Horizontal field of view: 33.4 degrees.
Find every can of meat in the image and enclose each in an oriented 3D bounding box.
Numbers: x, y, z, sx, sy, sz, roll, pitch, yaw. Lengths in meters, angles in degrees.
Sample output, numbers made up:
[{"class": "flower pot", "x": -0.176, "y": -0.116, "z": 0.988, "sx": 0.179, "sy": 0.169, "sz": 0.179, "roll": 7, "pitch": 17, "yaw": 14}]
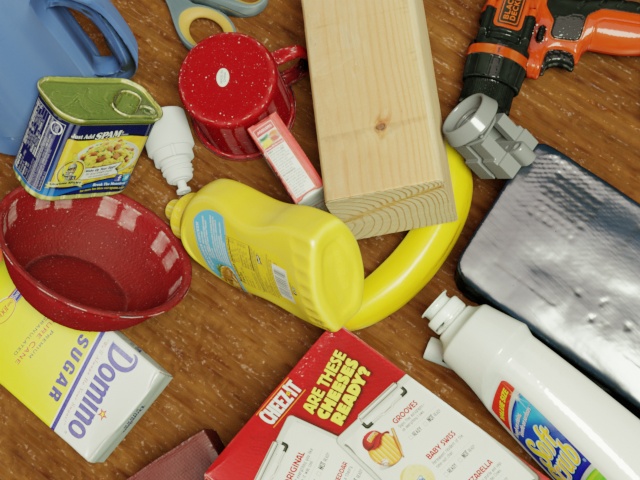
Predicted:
[{"class": "can of meat", "x": -0.189, "y": -0.082, "z": 0.861, "sx": 0.057, "sy": 0.101, "sz": 0.084, "roll": 48, "pitch": 125, "yaw": 28}]

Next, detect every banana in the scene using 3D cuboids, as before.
[{"class": "banana", "x": 0.075, "y": -0.002, "z": 0.868, "sx": 0.070, "sy": 0.037, "sz": 0.198, "roll": 22, "pitch": 80, "yaw": 27}]

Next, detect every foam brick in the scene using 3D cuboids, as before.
[{"class": "foam brick", "x": -0.106, "y": 0.191, "z": 0.839, "sx": 0.078, "sy": 0.053, "sz": 0.051, "roll": -33, "pitch": 78, "yaw": -2}]

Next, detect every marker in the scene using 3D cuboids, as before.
[{"class": "marker", "x": 0.141, "y": 0.108, "z": 0.845, "sx": 0.121, "sy": 0.020, "sz": 0.020, "roll": 22, "pitch": 82, "yaw": 10}]

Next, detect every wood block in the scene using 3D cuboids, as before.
[{"class": "wood block", "x": 0.044, "y": -0.117, "z": 0.844, "sx": 0.091, "sy": 0.090, "sz": 0.206, "roll": -10, "pitch": 69, "yaw": 12}]

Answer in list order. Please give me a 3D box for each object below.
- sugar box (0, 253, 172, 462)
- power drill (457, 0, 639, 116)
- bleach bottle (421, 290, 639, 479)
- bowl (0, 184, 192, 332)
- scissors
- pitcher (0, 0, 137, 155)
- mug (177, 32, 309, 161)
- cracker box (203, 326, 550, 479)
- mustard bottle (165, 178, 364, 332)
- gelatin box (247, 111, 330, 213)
[{"class": "sugar box", "x": -0.218, "y": 0.091, "z": 0.874, "sx": 0.176, "sy": 0.048, "sz": 0.093, "roll": 37, "pitch": 85, "yaw": 13}, {"class": "power drill", "x": 0.213, "y": -0.142, "z": 0.868, "sx": 0.188, "sy": 0.057, "sz": 0.184, "roll": 16, "pitch": 83, "yaw": 8}, {"class": "bleach bottle", "x": 0.176, "y": 0.133, "z": 0.789, "sx": 0.251, "sy": 0.103, "sz": 0.068, "roll": 42, "pitch": 66, "yaw": 10}, {"class": "bowl", "x": -0.187, "y": 0.022, "z": 0.851, "sx": 0.162, "sy": 0.161, "sz": 0.055, "roll": 38, "pitch": 121, "yaw": 12}, {"class": "scissors", "x": -0.147, "y": -0.213, "z": 0.939, "sx": 0.202, "sy": 0.016, "sz": 0.096, "roll": 9, "pitch": 74, "yaw": 7}, {"class": "pitcher", "x": -0.253, "y": -0.173, "z": 0.829, "sx": 0.145, "sy": 0.243, "sz": 0.149, "roll": 41, "pitch": 80, "yaw": 16}, {"class": "mug", "x": -0.060, "y": -0.126, "z": 0.881, "sx": 0.117, "sy": 0.081, "sz": 0.093, "roll": -26, "pitch": 77, "yaw": 0}, {"class": "cracker box", "x": 0.044, "y": 0.189, "z": 0.787, "sx": 0.214, "sy": 0.072, "sz": 0.164, "roll": 35, "pitch": 57, "yaw": 12}, {"class": "mustard bottle", "x": -0.055, "y": 0.001, "z": 0.842, "sx": 0.192, "sy": 0.096, "sz": 0.058, "roll": 21, "pitch": 51, "yaw": 38}, {"class": "gelatin box", "x": -0.022, "y": -0.055, "z": 0.859, "sx": 0.030, "sy": 0.089, "sz": 0.073, "roll": -33, "pitch": 77, "yaw": 0}]
